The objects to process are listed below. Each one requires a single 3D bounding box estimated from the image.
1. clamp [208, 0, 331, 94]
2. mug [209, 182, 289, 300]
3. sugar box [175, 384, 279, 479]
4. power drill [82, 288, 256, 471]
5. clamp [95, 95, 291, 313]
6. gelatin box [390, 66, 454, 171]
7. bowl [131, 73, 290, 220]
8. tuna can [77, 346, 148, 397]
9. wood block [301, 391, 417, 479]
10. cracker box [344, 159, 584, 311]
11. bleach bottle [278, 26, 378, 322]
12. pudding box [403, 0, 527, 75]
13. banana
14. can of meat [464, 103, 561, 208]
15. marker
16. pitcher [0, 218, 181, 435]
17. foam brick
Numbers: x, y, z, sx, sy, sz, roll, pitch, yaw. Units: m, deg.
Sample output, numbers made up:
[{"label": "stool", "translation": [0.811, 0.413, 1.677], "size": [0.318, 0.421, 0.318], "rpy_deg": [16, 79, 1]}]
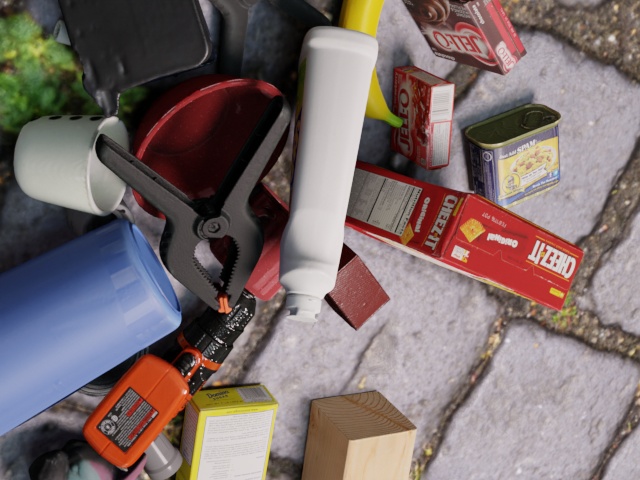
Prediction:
[{"label": "clamp", "translation": [-0.071, -0.216, 0.959], "size": [0.120, 0.039, 0.171], "rpy_deg": [-42, 126, -9]}, {"label": "mug", "translation": [-0.057, 0.001, 1.027], "size": [0.081, 0.093, 0.117], "rpy_deg": [-45, 158, 2]}, {"label": "sugar box", "translation": [-0.106, 0.244, 1.146], "size": [0.093, 0.048, 0.176], "rpy_deg": [-1, 116, -29]}, {"label": "power drill", "translation": [-0.136, 0.127, 0.997], "size": [0.057, 0.187, 0.184], "rpy_deg": [39, 100, 4]}, {"label": "clamp", "translation": [-0.089, -0.027, 0.931], "size": [0.164, 0.036, 0.210], "rpy_deg": [-19, 129, -7]}, {"label": "gelatin box", "translation": [0.101, -0.123, 1.072], "size": [0.030, 0.073, 0.089], "rpy_deg": [-11, 117, -24]}, {"label": "bowl", "translation": [-0.109, -0.095, 0.963], "size": [0.162, 0.055, 0.162], "rpy_deg": [-27, 147, -19]}, {"label": "tuna can", "translation": [-0.212, 0.106, 1.031], "size": [0.086, 0.034, 0.086], "rpy_deg": [-11, 117, -24]}, {"label": "wood block", "translation": [0.036, 0.287, 1.214], "size": [0.090, 0.091, 0.206], "rpy_deg": [-4, 113, -28]}, {"label": "cracker box", "translation": [0.124, -0.012, 1.048], "size": [0.164, 0.214, 0.072], "rpy_deg": [22, 91, -33]}, {"label": "bleach bottle", "translation": [0.000, -0.054, 0.949], "size": [0.068, 0.103, 0.251], "rpy_deg": [9, 77, -5]}, {"label": "pudding box", "translation": [0.135, -0.211, 1.026], "size": [0.039, 0.114, 0.090], "rpy_deg": [-43, 125, -9]}, {"label": "banana", "translation": [0.047, -0.202, 1.031], "size": [0.069, 0.037, 0.198], "rpy_deg": [-14, 118, -30]}, {"label": "can of meat", "translation": [0.212, -0.090, 1.158], "size": [0.102, 0.057, 0.084], "rpy_deg": [-22, 123, -18]}, {"label": "marker", "translation": [-0.174, -0.167, 0.936], "size": [0.120, 0.020, 0.020], "rpy_deg": [13, 105, -32]}, {"label": "pitcher", "translation": [-0.244, 0.086, 0.923], "size": [0.243, 0.149, 0.145], "rpy_deg": [-28, 101, -1]}, {"label": "foam brick", "translation": [0.026, 0.045, 1.121], "size": [0.051, 0.053, 0.078], "rpy_deg": [-41, 124, -6]}]
